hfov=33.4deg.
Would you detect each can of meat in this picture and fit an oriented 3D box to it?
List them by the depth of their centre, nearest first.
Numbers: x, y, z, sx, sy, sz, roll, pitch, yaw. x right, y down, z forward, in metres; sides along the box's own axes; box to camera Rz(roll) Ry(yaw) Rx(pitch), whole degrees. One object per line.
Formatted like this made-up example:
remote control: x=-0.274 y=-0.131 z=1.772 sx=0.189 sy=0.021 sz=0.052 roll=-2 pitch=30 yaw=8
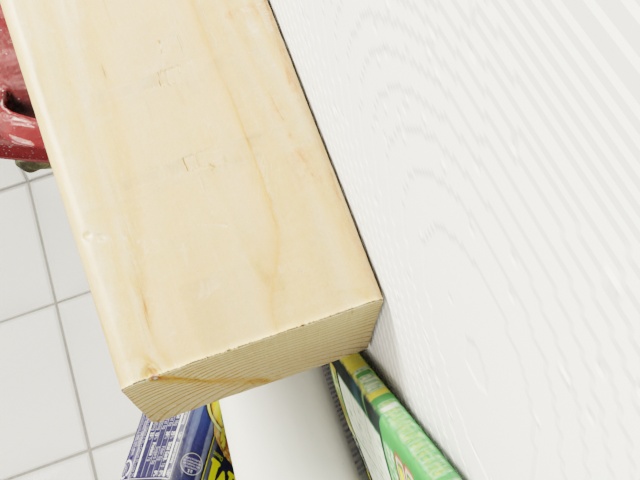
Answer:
can of meat: x=-0.057 y=0.119 z=0.569 sx=0.102 sy=0.058 sz=0.084 roll=51 pitch=-138 yaw=-41

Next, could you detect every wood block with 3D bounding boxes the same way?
wood block: x=-0.057 y=-0.048 z=0.399 sx=0.091 sy=0.090 sz=0.206 roll=96 pitch=155 yaw=-74

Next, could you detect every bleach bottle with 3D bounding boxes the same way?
bleach bottle: x=-0.029 y=0.031 z=0.521 sx=0.102 sy=0.068 sz=0.251 roll=23 pitch=-129 yaw=-84

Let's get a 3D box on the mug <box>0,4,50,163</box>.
mug: x=-0.117 y=-0.071 z=0.496 sx=0.117 sy=0.081 sz=0.093 roll=-103 pitch=20 yaw=-63
